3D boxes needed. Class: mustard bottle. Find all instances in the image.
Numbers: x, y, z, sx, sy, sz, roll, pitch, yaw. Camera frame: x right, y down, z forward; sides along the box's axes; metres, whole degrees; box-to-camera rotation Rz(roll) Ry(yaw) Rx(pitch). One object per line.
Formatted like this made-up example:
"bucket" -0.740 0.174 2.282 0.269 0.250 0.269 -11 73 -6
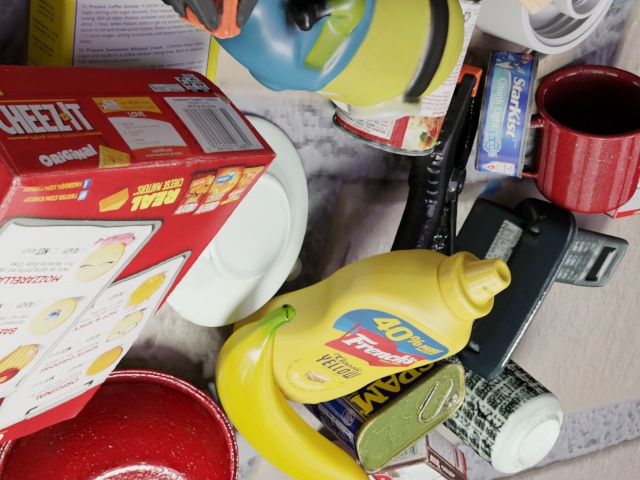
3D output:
"mustard bottle" 0.039 0.051 0.685 0.192 0.058 0.096 -26 134 37

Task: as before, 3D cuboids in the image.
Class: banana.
"banana" -0.024 0.116 0.701 0.197 0.070 0.037 67 30 -43

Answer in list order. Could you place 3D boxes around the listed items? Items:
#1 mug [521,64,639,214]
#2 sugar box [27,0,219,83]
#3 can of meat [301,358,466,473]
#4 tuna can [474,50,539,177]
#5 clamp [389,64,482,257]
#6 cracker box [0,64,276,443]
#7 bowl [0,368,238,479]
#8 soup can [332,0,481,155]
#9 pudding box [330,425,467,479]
"mug" 0.195 -0.073 0.814 0.117 0.093 0.081 -6 134 -3
"sugar box" -0.090 -0.150 0.517 0.093 0.048 0.176 -11 122 -38
"can of meat" 0.043 0.110 0.799 0.102 0.084 0.057 -33 136 -21
"tuna can" 0.129 -0.088 0.740 0.086 0.034 0.086 9 90 -80
"clamp" 0.077 -0.035 0.738 0.120 0.039 0.171 -54 152 -56
"cracker box" -0.142 0.017 0.496 0.214 0.072 0.163 -49 161 28
"bowl" -0.122 0.164 0.666 0.162 0.055 0.162 -7 113 -17
"soup can" 0.053 -0.112 0.659 0.068 0.069 0.102 -5 121 -41
"pudding box" 0.050 0.184 0.854 0.114 0.039 0.090 -17 146 22
